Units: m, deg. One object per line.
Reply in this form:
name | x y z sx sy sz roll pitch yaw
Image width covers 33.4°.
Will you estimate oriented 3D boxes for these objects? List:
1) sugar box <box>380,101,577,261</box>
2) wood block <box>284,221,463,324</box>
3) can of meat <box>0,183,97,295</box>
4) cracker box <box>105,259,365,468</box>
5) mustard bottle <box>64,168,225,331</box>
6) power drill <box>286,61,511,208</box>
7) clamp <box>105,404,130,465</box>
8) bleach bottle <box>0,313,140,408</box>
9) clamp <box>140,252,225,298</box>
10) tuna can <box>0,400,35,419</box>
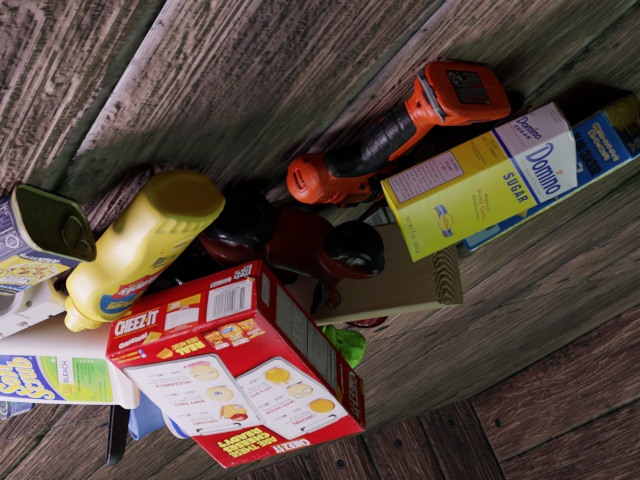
sugar box | 0.151 -0.053 0.993 0.176 0.048 0.093 -23 145 2
wood block | 0.036 0.039 1.128 0.206 0.091 0.090 -11 172 24
can of meat | -0.245 0.003 0.864 0.084 0.057 0.102 -25 163 15
cracker box | -0.075 0.123 1.022 0.164 0.072 0.213 -19 134 21
mustard bottle | -0.171 0.019 0.946 0.192 0.058 0.096 -44 170 29
power drill | 0.083 -0.092 0.998 0.188 0.057 0.184 -36 163 36
clamp | -0.214 0.127 1.146 0.209 0.164 0.036 -39 176 -33
bleach bottle | -0.306 0.120 1.048 0.250 0.068 0.103 -2 131 -6
clamp | -0.128 0.036 1.078 0.171 0.120 0.039 11 134 -6
tuna can | -0.337 0.147 1.150 0.033 0.086 0.086 -15 163 -31
